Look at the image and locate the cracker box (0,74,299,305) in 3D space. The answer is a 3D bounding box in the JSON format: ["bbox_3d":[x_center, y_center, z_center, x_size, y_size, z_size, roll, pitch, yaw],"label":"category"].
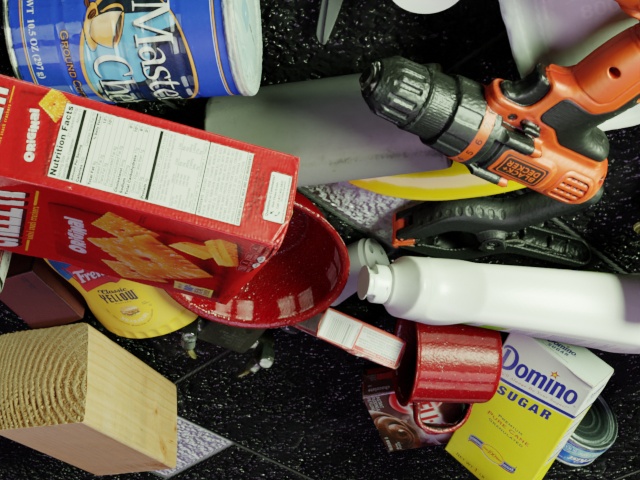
[{"bbox_3d":[-0.140,-0.026,0.710,0.213,0.072,0.164,14,160,-14],"label":"cracker box"}]

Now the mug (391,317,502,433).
[{"bbox_3d":[0.114,0.118,0.972,0.081,0.117,0.093,4,180,-10],"label":"mug"}]

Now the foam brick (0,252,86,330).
[{"bbox_3d":[-0.245,0.034,0.929,0.053,0.051,0.078,-15,138,18],"label":"foam brick"}]

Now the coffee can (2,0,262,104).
[{"bbox_3d":[-0.114,-0.138,0.675,0.140,0.103,0.103,-3,140,7],"label":"coffee can"}]

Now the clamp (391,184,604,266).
[{"bbox_3d":[0.145,-0.016,0.857,0.171,0.039,0.120,0,145,-1],"label":"clamp"}]

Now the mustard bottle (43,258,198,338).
[{"bbox_3d":[-0.180,0.008,0.889,0.096,0.058,0.191,-8,139,21],"label":"mustard bottle"}]

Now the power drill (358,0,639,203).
[{"bbox_3d":[0.141,-0.107,0.643,0.184,0.057,0.188,19,141,-25],"label":"power drill"}]

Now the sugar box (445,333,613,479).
[{"bbox_3d":[0.192,0.161,1.003,0.093,0.048,0.176,39,131,24],"label":"sugar box"}]

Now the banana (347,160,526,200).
[{"bbox_3d":[0.119,-0.061,0.808,0.198,0.037,0.069,-13,142,21],"label":"banana"}]

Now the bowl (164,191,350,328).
[{"bbox_3d":[-0.056,0.001,0.872,0.162,0.055,0.162,2,136,2],"label":"bowl"}]

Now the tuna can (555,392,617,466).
[{"bbox_3d":[0.249,0.176,1.051,0.086,0.086,0.034,18,136,-18],"label":"tuna can"}]

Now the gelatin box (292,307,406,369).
[{"bbox_3d":[0.023,0.084,0.963,0.089,0.030,0.073,25,175,-24],"label":"gelatin box"}]

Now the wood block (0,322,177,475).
[{"bbox_3d":[-0.214,0.155,1.002,0.091,0.090,0.206,-9,156,13],"label":"wood block"}]

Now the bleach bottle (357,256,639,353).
[{"bbox_3d":[0.155,0.048,0.879,0.250,0.068,0.103,8,171,-17],"label":"bleach bottle"}]

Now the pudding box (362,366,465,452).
[{"bbox_3d":[0.098,0.167,1.083,0.090,0.039,0.113,-10,139,13],"label":"pudding box"}]
